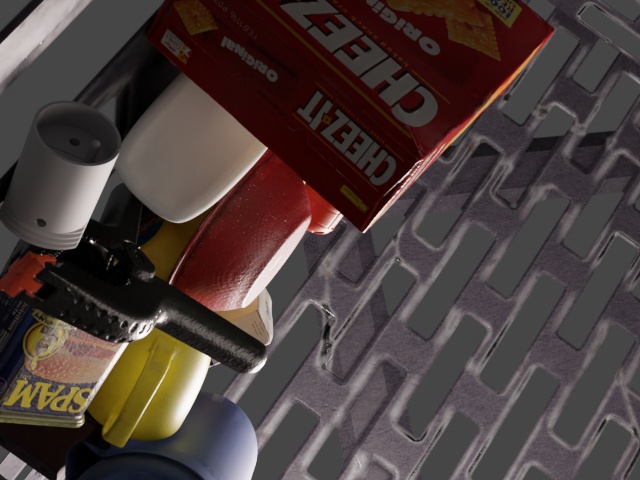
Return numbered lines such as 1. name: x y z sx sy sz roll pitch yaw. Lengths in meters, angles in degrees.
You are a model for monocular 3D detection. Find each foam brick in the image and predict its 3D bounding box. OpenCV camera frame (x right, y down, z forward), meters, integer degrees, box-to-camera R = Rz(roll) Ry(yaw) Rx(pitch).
1. foam brick: -0.233 0.156 0.883 0.051 0.078 0.053 -55 179 -28

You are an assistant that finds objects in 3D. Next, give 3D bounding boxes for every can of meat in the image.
1. can of meat: -0.170 0.064 0.664 0.084 0.057 0.102 -57 148 7

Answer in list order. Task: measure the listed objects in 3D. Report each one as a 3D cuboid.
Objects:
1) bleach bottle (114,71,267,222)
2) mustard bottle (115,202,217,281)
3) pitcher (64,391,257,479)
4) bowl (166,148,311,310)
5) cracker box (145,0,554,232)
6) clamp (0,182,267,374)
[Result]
1. bleach bottle: -0.080 -0.065 0.741 0.102 0.068 0.251 -46 -175 1
2. mustard bottle: -0.136 0.010 0.871 0.096 0.058 0.191 -19 -154 50
3. pitcher: -0.115 0.214 0.891 0.242 0.145 0.149 -48 141 -82
4. bowl: -0.056 0.001 0.848 0.162 0.055 0.162 -53 175 -7
5. cracker box: 0.029 -0.124 0.635 0.213 0.164 0.072 -43 173 -49
6. clamp: -0.115 0.028 0.653 0.036 0.164 0.209 -44 171 14
